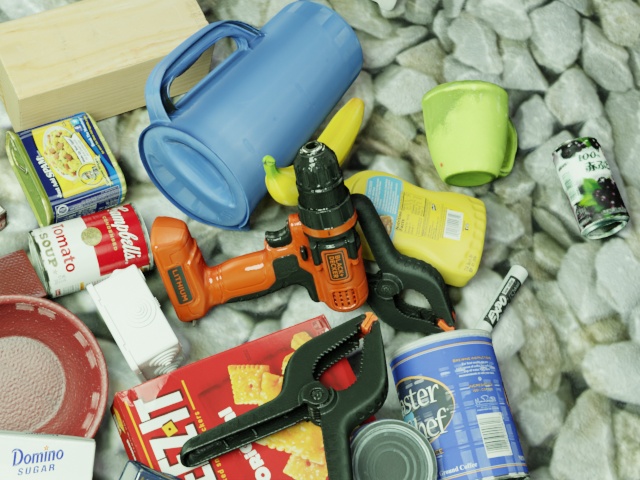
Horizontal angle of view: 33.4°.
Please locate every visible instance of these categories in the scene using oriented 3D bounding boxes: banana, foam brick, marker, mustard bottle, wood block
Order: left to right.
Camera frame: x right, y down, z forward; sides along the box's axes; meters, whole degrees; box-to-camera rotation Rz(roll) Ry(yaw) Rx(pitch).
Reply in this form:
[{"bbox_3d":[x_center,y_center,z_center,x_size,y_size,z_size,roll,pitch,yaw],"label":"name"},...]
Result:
[{"bbox_3d":[-0.296,0.052,0.975,0.078,0.051,0.053,-22,73,-22],"label":"foam brick"},{"bbox_3d":[-0.221,-0.185,1.079,0.205,0.091,0.090,-22,72,-21],"label":"wood block"},{"bbox_3d":[-0.004,-0.080,1.052,0.037,0.070,0.197,27,34,14],"label":"banana"},{"bbox_3d":[0.071,-0.022,1.096,0.191,0.058,0.096,16,62,-7],"label":"mustard bottle"},{"bbox_3d":[0.178,0.074,1.102,0.020,0.020,0.121,36,63,3],"label":"marker"}]

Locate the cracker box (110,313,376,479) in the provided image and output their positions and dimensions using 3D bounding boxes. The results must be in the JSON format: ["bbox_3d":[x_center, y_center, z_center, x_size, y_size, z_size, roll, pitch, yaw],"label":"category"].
[{"bbox_3d":[-0.060,0.179,0.965,0.213,0.072,0.164,-19,73,-21],"label":"cracker box"}]

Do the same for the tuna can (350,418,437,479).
[{"bbox_3d":[0.057,0.199,0.929,0.086,0.034,0.086,4,72,-14],"label":"tuna can"}]

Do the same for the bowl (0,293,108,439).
[{"bbox_3d":[-0.268,0.128,0.931,0.162,0.055,0.162,1,85,-14],"label":"bowl"}]

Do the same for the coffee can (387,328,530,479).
[{"bbox_3d":[0.128,0.166,1.001,0.102,0.103,0.140,-6,68,-17],"label":"coffee can"}]

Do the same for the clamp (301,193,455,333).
[{"bbox_3d":[0.067,0.030,1.048,0.171,0.120,0.039,26,37,-6],"label":"clamp"}]

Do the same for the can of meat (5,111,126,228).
[{"bbox_3d":[-0.247,-0.069,1.039,0.083,0.057,0.102,-22,74,-24],"label":"can of meat"}]

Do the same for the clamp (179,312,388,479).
[{"bbox_3d":[-0.012,0.143,0.919,0.165,0.036,0.209,15,52,18],"label":"clamp"}]

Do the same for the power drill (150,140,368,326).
[{"bbox_3d":[-0.056,0.001,0.981,0.188,0.184,0.057,-9,35,7],"label":"power drill"}]

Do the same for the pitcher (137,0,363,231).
[{"bbox_3d":[-0.066,-0.142,1.073,0.145,0.149,0.242,33,59,9],"label":"pitcher"}]

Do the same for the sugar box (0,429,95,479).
[{"bbox_3d":[-0.241,0.248,0.877,0.093,0.048,0.176,8,82,-12],"label":"sugar box"}]

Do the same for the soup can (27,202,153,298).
[{"bbox_3d":[-0.217,0.009,1.005,0.102,0.069,0.068,-17,71,-19],"label":"soup can"}]
